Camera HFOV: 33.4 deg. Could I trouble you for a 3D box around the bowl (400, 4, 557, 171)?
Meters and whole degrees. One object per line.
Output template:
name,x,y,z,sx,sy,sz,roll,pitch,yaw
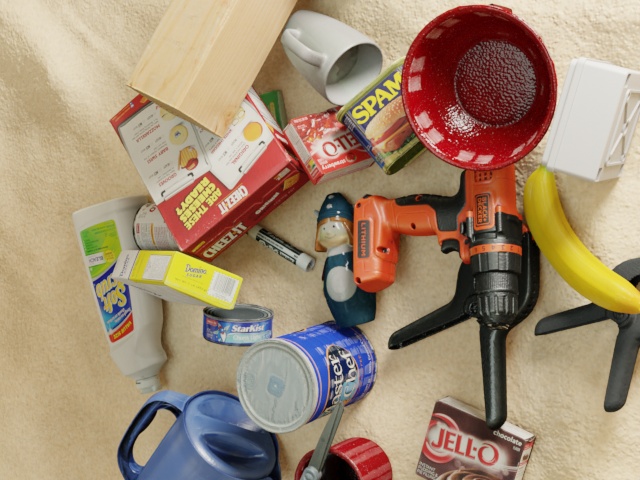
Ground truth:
bowl,0.162,-0.151,1.049,0.162,0.055,0.162,9,108,29

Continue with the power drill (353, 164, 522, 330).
power drill,0.124,0.008,1.122,0.188,0.057,0.184,-9,72,35

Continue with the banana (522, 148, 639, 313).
banana,0.250,0.002,1.062,0.198,0.037,0.070,64,148,26

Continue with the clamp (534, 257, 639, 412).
clamp,0.304,0.084,1.055,0.172,0.039,0.120,-46,68,29

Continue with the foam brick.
foam brick,0.172,-0.198,1.101,0.053,0.051,0.078,-12,89,32

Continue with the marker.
marker,-0.058,0.002,1.282,0.121,0.020,0.020,31,110,25

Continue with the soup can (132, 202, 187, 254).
soup can,-0.173,-0.015,1.322,0.102,0.068,0.068,0,95,32

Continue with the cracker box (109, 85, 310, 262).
cracker box,-0.131,-0.108,1.245,0.164,0.072,0.214,-39,62,12

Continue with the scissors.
scissors,0.000,0.279,1.179,0.096,0.016,0.202,45,115,18

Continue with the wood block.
wood block,-0.112,-0.232,1.175,0.090,0.090,0.206,28,89,33

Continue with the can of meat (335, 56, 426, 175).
can of meat,0.083,-0.132,1.149,0.102,0.057,0.084,-40,76,7

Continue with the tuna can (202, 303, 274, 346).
tuna can,-0.099,0.101,1.278,0.086,0.086,0.034,9,101,30

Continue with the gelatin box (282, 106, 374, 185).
gelatin box,0.014,-0.108,1.186,0.073,0.089,0.030,60,144,14

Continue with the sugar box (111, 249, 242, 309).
sugar box,-0.174,0.045,1.271,0.176,0.093,0.048,5,73,60

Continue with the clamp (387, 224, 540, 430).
clamp,0.164,0.073,1.139,0.165,0.036,0.210,28,103,35

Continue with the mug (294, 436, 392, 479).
mug,0.036,0.282,1.216,0.093,0.081,0.117,-40,74,28

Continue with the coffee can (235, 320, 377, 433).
coffee can,-0.013,0.150,1.198,0.103,0.140,0.103,4,97,31

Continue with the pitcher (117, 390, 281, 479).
pitcher,-0.175,0.302,1.320,0.243,0.144,0.149,-51,49,28

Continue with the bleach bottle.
bleach bottle,-0.244,0.073,1.379,0.103,0.068,0.251,-15,89,33

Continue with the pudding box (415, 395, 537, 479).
pudding box,0.167,0.231,1.156,0.114,0.039,0.090,20,104,28
